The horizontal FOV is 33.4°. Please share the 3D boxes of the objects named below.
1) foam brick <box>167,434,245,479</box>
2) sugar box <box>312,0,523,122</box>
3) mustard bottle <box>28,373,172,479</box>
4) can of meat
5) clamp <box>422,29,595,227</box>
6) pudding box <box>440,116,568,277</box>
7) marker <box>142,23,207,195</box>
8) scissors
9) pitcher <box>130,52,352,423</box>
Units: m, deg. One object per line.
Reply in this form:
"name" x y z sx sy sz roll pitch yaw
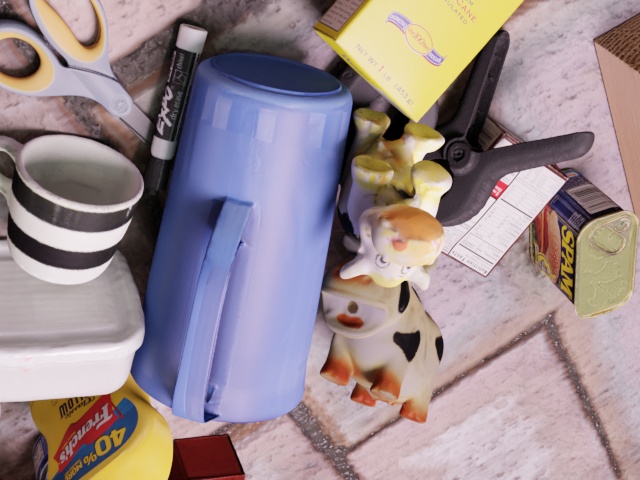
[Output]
"foam brick" -0.101 0.217 0.931 0.052 0.051 0.078 -1 122 -24
"sugar box" 0.088 -0.177 0.722 0.176 0.048 0.093 -48 124 5
"mustard bottle" -0.156 0.150 0.773 0.096 0.192 0.058 -37 128 2
"can of meat" 0.221 0.000 0.908 0.057 0.084 0.102 -17 126 -13
"clamp" 0.112 -0.076 0.819 0.172 0.120 0.039 -34 153 23
"pudding box" 0.135 -0.034 0.877 0.089 0.039 0.114 28 109 -36
"marker" -0.102 -0.089 0.738 0.020 0.020 0.121 8 108 -28
"scissors" -0.158 -0.091 0.724 0.096 0.016 0.201 -29 130 -10
"pitcher" -0.055 0.001 0.747 0.144 0.149 0.243 -5 118 -36
